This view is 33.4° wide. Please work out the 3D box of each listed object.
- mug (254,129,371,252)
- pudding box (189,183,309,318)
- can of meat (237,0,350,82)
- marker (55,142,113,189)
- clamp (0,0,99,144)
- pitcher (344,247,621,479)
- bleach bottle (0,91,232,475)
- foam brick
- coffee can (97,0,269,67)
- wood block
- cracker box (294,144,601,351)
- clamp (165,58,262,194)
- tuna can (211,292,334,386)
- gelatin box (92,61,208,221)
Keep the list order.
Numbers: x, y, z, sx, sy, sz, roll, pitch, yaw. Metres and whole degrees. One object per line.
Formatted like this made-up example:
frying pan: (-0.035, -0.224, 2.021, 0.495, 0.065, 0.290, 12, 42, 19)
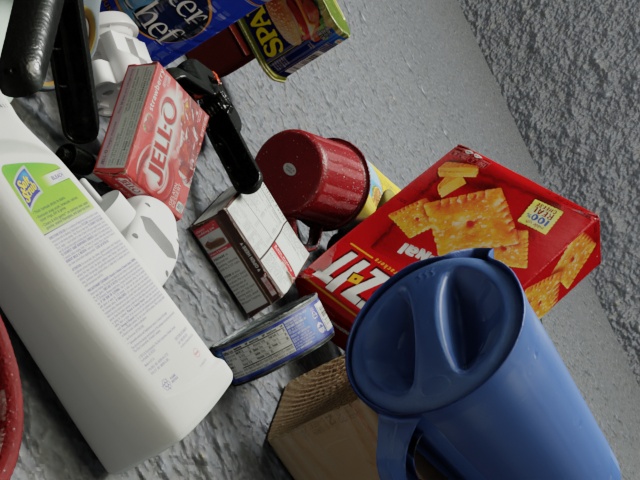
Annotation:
mug: (-0.013, -0.047, 1.007, 0.081, 0.093, 0.117, 12, 86, -60)
pudding box: (-0.056, 0.001, 0.887, 0.090, 0.039, 0.113, 57, 17, -10)
can of meat: (-0.030, -0.216, 1.019, 0.102, 0.084, 0.057, 63, 19, 7)
marker: (-0.144, -0.045, 0.752, 0.121, 0.020, 0.020, 24, 41, -60)
clamp: (-0.164, -0.166, 0.643, 0.164, 0.036, 0.210, -113, -159, -87)
pitcher: (0.126, 0.137, 0.778, 0.242, 0.149, 0.145, 51, 8, -37)
bleach bottle: (-0.151, 0.003, 0.603, 0.251, 0.068, 0.102, 57, 19, -6)
foam brick: (-0.094, -0.191, 1.033, 0.053, 0.051, 0.078, 59, 19, -5)
coffee can: (-0.119, -0.201, 0.844, 0.102, 0.140, 0.103, 50, 22, -29)
wood block: (0.056, 0.194, 0.828, 0.206, 0.090, 0.090, 57, 20, -15)
cracker box: (0.109, 0.025, 0.920, 0.164, 0.213, 0.072, 35, -26, 38)
clamp: (-0.088, -0.102, 0.900, 0.120, 0.039, 0.171, 60, 8, -15)
tuna can: (-0.033, 0.072, 0.772, 0.034, 0.086, 0.086, 63, 19, -1)
gelatin box: (-0.116, -0.068, 0.747, 0.073, 0.030, 0.089, 46, 50, -54)
